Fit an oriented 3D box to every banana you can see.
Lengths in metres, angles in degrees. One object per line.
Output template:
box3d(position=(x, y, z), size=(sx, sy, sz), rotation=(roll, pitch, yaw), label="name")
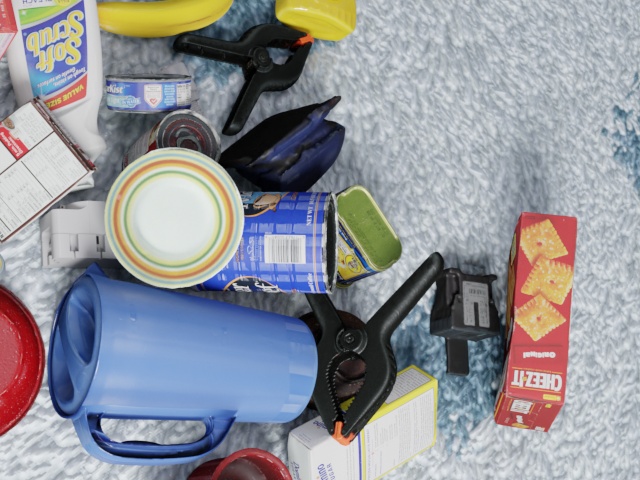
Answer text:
box3d(position=(-0.159, -0.252, 1.152), size=(0.197, 0.037, 0.070), rotation=(-30, 65, -36), label="banana")

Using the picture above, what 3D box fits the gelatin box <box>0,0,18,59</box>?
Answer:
box3d(position=(-0.317, -0.216, 1.013), size=(0.030, 0.089, 0.073), rotation=(-9, 82, -29), label="gelatin box")

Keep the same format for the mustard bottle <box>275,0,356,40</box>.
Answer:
box3d(position=(0.000, -0.336, 1.252), size=(0.096, 0.058, 0.191), rotation=(13, 70, -28), label="mustard bottle")

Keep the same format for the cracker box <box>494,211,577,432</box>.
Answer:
box3d(position=(0.244, 0.096, 1.221), size=(0.072, 0.164, 0.213), rotation=(7, 70, 9), label="cracker box")

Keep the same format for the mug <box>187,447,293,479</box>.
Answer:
box3d(position=(-0.083, 0.262, 1.031), size=(0.093, 0.082, 0.117), rotation=(5, 75, -30), label="mug")

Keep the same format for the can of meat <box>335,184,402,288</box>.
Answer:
box3d(position=(0.032, -0.005, 1.168), size=(0.057, 0.084, 0.102), rotation=(-38, 97, -32), label="can of meat")

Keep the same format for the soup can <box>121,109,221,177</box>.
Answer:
box3d(position=(-0.151, -0.083, 1.069), size=(0.068, 0.102, 0.068), rotation=(8, 73, -29), label="soup can")

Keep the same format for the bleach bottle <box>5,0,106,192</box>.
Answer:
box3d(position=(-0.254, -0.173, 1.053), size=(0.102, 0.068, 0.251), rotation=(-11, 85, -20), label="bleach bottle")

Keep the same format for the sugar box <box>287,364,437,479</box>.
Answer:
box3d(position=(0.046, 0.208, 1.122), size=(0.175, 0.048, 0.093), rotation=(-21, 123, -31), label="sugar box")

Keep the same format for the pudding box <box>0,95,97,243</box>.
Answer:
box3d(position=(-0.281, -0.066, 0.997), size=(0.113, 0.039, 0.090), rotation=(-38, 100, 4), label="pudding box")

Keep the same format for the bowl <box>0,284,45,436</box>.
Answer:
box3d(position=(-0.318, 0.103, 0.951), size=(0.161, 0.055, 0.162), rotation=(8, 74, -29), label="bowl")

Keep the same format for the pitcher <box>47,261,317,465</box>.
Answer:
box3d(position=(-0.127, 0.122, 1.017), size=(0.242, 0.145, 0.149), rotation=(11, 103, -31), label="pitcher")

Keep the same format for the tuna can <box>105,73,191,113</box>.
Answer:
box3d(position=(-0.171, -0.148, 1.066), size=(0.085, 0.086, 0.034), rotation=(-7, 105, -32), label="tuna can")

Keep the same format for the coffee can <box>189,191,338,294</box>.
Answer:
box3d(position=(-0.057, 0.001, 1.065), size=(0.140, 0.103, 0.103), rotation=(1, 73, 8), label="coffee can")

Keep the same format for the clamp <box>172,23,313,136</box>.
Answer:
box3d(position=(-0.081, -0.201, 1.181), size=(0.171, 0.039, 0.120), rotation=(-42, 104, -38), label="clamp")

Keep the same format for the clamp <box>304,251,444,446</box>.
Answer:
box3d(position=(0.044, 0.099, 1.073), size=(0.036, 0.165, 0.210), rotation=(49, 39, -58), label="clamp")
